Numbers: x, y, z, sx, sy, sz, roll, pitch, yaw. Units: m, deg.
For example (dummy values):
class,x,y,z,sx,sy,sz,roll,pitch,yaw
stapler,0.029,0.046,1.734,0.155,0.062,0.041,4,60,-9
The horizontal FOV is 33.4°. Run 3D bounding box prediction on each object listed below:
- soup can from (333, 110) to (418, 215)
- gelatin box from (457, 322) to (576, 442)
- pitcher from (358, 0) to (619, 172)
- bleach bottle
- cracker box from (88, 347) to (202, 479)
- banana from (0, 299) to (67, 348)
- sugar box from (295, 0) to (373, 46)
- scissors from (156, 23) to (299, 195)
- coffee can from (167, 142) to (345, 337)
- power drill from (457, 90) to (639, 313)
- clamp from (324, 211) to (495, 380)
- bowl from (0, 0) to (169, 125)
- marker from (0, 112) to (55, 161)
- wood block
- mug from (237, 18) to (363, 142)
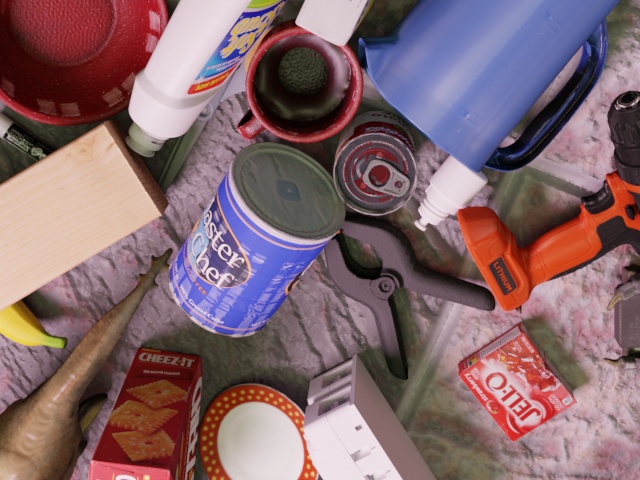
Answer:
class,x,y,z,sx,sy,sz,roll,pitch,yaw
soup can,0.047,-0.068,0.896,0.068,0.102,0.068,1,108,3
gelatin box,0.182,0.133,0.990,0.073,0.030,0.089,-35,102,14
pitcher,0.161,-0.176,0.848,0.145,0.149,0.243,46,103,17
bleach bottle,-0.082,-0.174,0.865,0.068,0.102,0.251,41,114,10
cracker box,-0.153,0.214,0.942,0.072,0.213,0.164,8,109,-1
banana,-0.304,0.021,0.981,0.070,0.037,0.198,-25,101,14
sugar box,0.027,-0.204,0.814,0.048,0.176,0.093,25,107,-5
scissors,-0.081,-0.117,0.934,0.096,0.016,0.202,15,108,-1
coffee can,-0.056,0.001,0.900,0.102,0.102,0.140,31,131,-7
power drill,0.215,-0.025,0.896,0.188,0.057,0.184,-22,129,14
clamp,0.072,0.034,0.961,0.120,0.039,0.171,-34,103,12
bowl,-0.209,-0.180,0.885,0.162,0.055,0.162,-9,120,-17
marker,-0.241,-0.073,0.957,0.121,0.020,0.020,35,107,-7
wood block,-0.243,-0.012,0.910,0.206,0.090,0.091,-31,99,1
mug,-0.023,-0.127,0.877,0.093,0.081,0.117,42,103,-16
